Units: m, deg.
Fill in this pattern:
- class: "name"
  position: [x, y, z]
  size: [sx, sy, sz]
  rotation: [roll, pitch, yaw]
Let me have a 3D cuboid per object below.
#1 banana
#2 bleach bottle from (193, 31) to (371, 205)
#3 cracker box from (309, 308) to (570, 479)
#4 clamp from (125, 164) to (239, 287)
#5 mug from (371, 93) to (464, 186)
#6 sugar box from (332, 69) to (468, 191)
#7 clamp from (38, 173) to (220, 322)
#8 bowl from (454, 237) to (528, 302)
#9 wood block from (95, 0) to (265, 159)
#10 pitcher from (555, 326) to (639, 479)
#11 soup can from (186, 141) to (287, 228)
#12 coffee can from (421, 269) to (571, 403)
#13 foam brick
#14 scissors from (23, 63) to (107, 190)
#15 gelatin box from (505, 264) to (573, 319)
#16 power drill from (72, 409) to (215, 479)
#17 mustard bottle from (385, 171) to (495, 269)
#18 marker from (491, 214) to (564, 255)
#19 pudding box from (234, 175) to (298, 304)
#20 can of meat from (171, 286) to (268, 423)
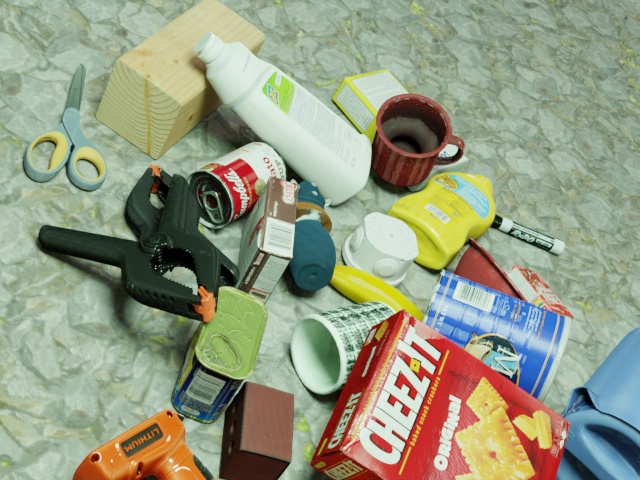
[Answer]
- class: "banana"
  position: [0.084, 0.092, 1.168]
  size: [0.069, 0.037, 0.198]
  rotation: [-19, 62, -43]
- class: "bleach bottle"
  position: [-0.045, -0.151, 1.232]
  size: [0.250, 0.068, 0.102]
  rotation: [41, 35, -28]
- class: "cracker box"
  position: [0.120, 0.191, 1.005]
  size: [0.213, 0.072, 0.164]
  rotation: [35, 56, -11]
- class: "clamp"
  position: [-0.150, -0.010, 1.120]
  size: [0.120, 0.039, 0.171]
  rotation: [10, 46, -22]
- class: "mug"
  position: [0.118, -0.117, 1.306]
  size: [0.117, 0.081, 0.093]
  rotation: [8, 60, -4]
- class: "sugar box"
  position: [0.105, -0.147, 1.410]
  size: [0.093, 0.048, 0.176]
  rotation: [-20, 66, -42]
- class: "clamp"
  position: [-0.168, 0.014, 1.022]
  size: [0.164, 0.036, 0.210]
  rotation: [-21, 41, -20]
- class: "bowl"
  position: [0.197, 0.077, 1.204]
  size: [0.162, 0.055, 0.162]
  rotation: [53, 2, -3]
- class: "wood block"
  position: [-0.160, -0.195, 1.256]
  size: [0.090, 0.091, 0.205]
  rotation: [35, 41, 3]
- class: "pitcher"
  position: [0.348, 0.199, 1.174]
  size: [0.145, 0.149, 0.242]
  rotation: [29, 35, 19]
- class: "soup can"
  position: [-0.093, -0.063, 1.185]
  size: [0.068, 0.069, 0.102]
  rotation: [43, 42, 12]
- class: "coffee can"
  position: [0.172, 0.102, 1.094]
  size: [0.140, 0.103, 0.102]
  rotation: [21, 40, 7]
- class: "foam brick"
  position: [-0.058, 0.179, 0.983]
  size: [0.051, 0.053, 0.078]
  rotation: [18, 42, -16]
- class: "scissors"
  position: [-0.261, -0.122, 1.179]
  size: [0.096, 0.016, 0.201]
  rotation: [28, 41, -8]
- class: "gelatin box"
  position: [0.261, 0.069, 1.281]
  size: [0.073, 0.030, 0.089]
  rotation: [55, 19, 26]
- class: "power drill"
  position: [-0.119, 0.244, 0.880]
  size: [0.188, 0.057, 0.184]
  rotation: [48, 39, 13]
- class: "mustard bottle"
  position: [0.164, -0.038, 1.329]
  size: [0.096, 0.058, 0.191]
  rotation: [38, 41, 15]
- class: "marker"
  position: [0.263, -0.011, 1.395]
  size: [0.121, 0.020, 0.020]
  rotation: [22, 42, -12]
- class: "pudding box"
  position: [-0.057, 0.001, 1.128]
  size: [0.039, 0.090, 0.113]
  rotation: [18, 44, -12]
- class: "can of meat"
  position: [-0.097, 0.109, 1.003]
  size: [0.057, 0.084, 0.102]
  rotation: [24, 41, -10]
